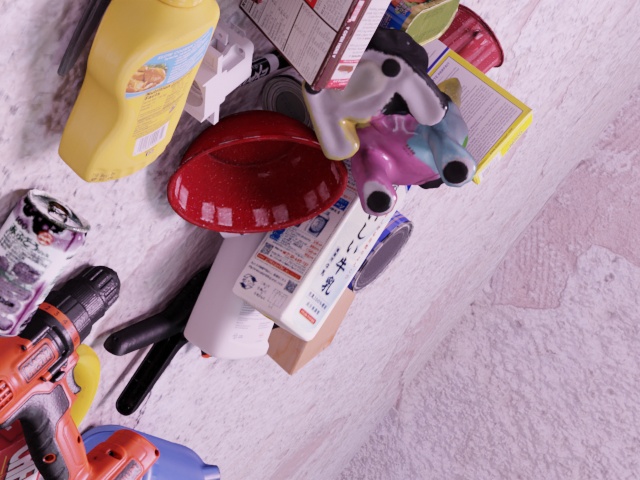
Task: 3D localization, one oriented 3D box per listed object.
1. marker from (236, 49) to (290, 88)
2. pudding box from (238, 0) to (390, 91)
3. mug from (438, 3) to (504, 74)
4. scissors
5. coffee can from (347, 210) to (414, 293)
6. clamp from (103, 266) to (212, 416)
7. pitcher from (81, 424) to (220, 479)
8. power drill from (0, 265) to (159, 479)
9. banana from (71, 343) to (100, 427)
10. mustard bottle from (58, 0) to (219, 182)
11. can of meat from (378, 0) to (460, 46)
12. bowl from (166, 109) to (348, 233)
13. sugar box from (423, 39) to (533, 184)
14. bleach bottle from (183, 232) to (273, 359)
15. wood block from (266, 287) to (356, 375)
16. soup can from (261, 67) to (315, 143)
[{"bbox_3d":[-0.061,-0.145,0.916,0.120,0.020,0.020,-33,157,-46],"label":"marker"},{"bbox_3d":[-0.006,-0.182,0.808,0.039,0.114,0.090,-8,139,-40],"label":"pudding box"},{"bbox_3d":[0.151,-0.208,1.202,0.081,0.093,0.117,-42,-168,-10],"label":"mug"},{"bbox_3d":[-0.107,-0.195,0.682,0.096,0.016,0.202,-30,155,-51],"label":"scissors"},{"bbox_3d":[0.019,-0.024,1.189,0.102,0.140,0.103,-45,164,-17],"label":"coffee can"},{"bbox_3d":[-0.156,0.088,1.161,0.209,0.036,0.164,-46,163,-21],"label":"clamp"},{"bbox_3d":[-0.234,0.300,1.306,0.149,0.145,0.243,-60,163,-12],"label":"pitcher"},{"bbox_3d":[-0.212,0.138,0.928,0.184,0.057,0.187,-46,124,-37],"label":"power drill"},{"bbox_3d":[-0.261,0.164,1.065,0.069,0.037,0.198,-8,137,-42],"label":"banana"},{"bbox_3d":[-0.114,-0.123,0.711,0.096,0.058,0.192,-37,167,-41],"label":"mustard bottle"},{"bbox_3d":[0.069,-0.220,0.978,0.101,0.084,0.058,-33,157,-45],"label":"can of meat"},{"bbox_3d":[-0.058,-0.068,0.953,0.162,0.055,0.162,-7,152,-4],"label":"bowl"},{"bbox_3d":[0.126,-0.149,1.127,0.093,0.176,0.048,-49,162,-2],"label":"sugar box"},{"bbox_3d":[-0.057,0.001,1.127,0.102,0.068,0.251,3,113,-58],"label":"bleach bottle"},{"bbox_3d":[-0.014,0.072,1.414,0.090,0.090,0.206,-36,160,-40],"label":"wood block"},{"bbox_3d":[0.001,-0.140,1.009,0.102,0.068,0.069,-34,158,-42],"label":"soup can"}]
